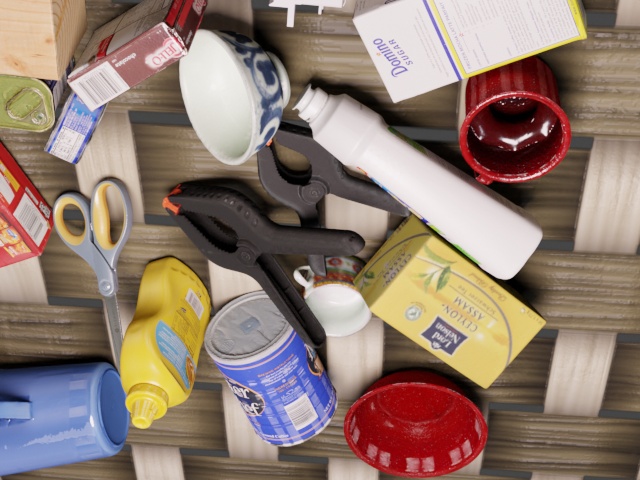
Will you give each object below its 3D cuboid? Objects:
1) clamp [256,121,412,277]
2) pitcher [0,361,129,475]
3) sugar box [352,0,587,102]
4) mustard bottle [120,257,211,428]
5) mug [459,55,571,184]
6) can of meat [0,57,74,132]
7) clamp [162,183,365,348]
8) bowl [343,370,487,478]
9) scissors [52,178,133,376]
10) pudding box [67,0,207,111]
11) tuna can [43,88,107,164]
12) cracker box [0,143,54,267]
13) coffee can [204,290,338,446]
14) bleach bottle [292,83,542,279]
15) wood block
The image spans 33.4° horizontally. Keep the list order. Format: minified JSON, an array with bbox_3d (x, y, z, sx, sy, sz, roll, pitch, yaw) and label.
[{"bbox_3d":[-0.009,-0.043,1.027,0.171,0.039,0.120,39,104,-16],"label":"clamp"},{"bbox_3d":[-0.354,0.206,1.227,0.243,0.149,0.145,-9,117,10],"label":"pitcher"},{"bbox_3d":[0.125,-0.188,0.894,0.176,0.048,0.093,-14,127,23],"label":"sugar box"},{"bbox_3d":[-0.161,0.112,1.085,0.058,0.191,0.096,-14,127,18],"label":"mustard bottle"},{"bbox_3d":[0.164,-0.102,0.936,0.093,0.081,0.117,15,130,-6],"label":"mug"},{"bbox_3d":[-0.277,-0.147,0.952,0.102,0.084,0.057,6,131,1],"label":"can of meat"},{"bbox_3d":[-0.057,0.001,1.033,0.210,0.036,0.165,36,137,5],"label":"clamp"},{"bbox_3d":[0.108,0.199,1.214,0.162,0.055,0.162,4,130,4],"label":"bowl"},{"bbox_3d":[-0.232,0.035,1.085,0.096,0.016,0.202,10,100,19],"label":"scissors"},{"bbox_3d":[-0.156,-0.170,0.914,0.114,0.090,0.039,-23,122,25],"label":"pudding box"},{"bbox_3d":[-0.220,-0.113,0.973,0.033,0.086,0.086,25,128,-16],"label":"tuna can"},{"bbox_3d":[-0.401,-0.036,1.070,0.214,0.072,0.164,-16,127,20],"label":"cracker box"},{"bbox_3d":[-0.051,0.139,1.152,0.103,0.102,0.140,-12,128,17],"label":"coffee can"},{"bbox_3d":[0.083,-0.062,0.982,0.250,0.102,0.068,34,97,-12],"label":"bleach bottle"},{"bbox_3d":[-0.313,-0.207,0.903,0.206,0.090,0.090,7,130,2],"label":"wood block"}]
